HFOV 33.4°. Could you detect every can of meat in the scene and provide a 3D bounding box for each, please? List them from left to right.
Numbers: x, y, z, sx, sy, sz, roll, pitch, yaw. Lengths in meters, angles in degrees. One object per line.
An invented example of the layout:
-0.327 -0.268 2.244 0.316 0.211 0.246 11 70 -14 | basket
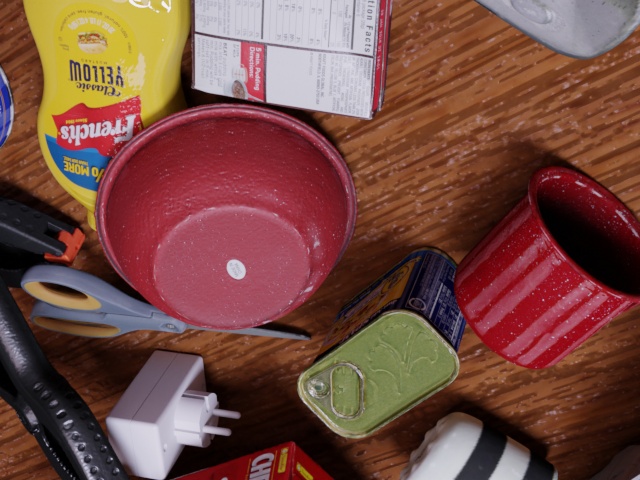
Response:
0.043 0.061 0.655 0.057 0.083 0.102 45 122 -9 | can of meat

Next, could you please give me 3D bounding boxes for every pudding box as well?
-0.017 -0.122 0.600 0.113 0.039 0.090 10 120 11 | pudding box

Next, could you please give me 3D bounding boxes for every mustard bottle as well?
-0.126 -0.078 0.650 0.096 0.058 0.192 8 121 8 | mustard bottle

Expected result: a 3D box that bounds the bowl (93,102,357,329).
-0.054 0.001 0.637 0.162 0.055 0.162 -4 128 -5 | bowl

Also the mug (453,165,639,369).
0.139 0.021 0.607 0.117 0.093 0.082 12 136 -32 | mug

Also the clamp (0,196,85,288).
-0.250 -0.006 0.732 0.172 0.039 0.120 -5 142 18 | clamp

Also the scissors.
-0.114 0.044 0.719 0.202 0.016 0.096 -1 149 20 | scissors

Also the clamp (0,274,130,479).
-0.190 0.111 0.725 0.210 0.036 0.165 51 151 14 | clamp
